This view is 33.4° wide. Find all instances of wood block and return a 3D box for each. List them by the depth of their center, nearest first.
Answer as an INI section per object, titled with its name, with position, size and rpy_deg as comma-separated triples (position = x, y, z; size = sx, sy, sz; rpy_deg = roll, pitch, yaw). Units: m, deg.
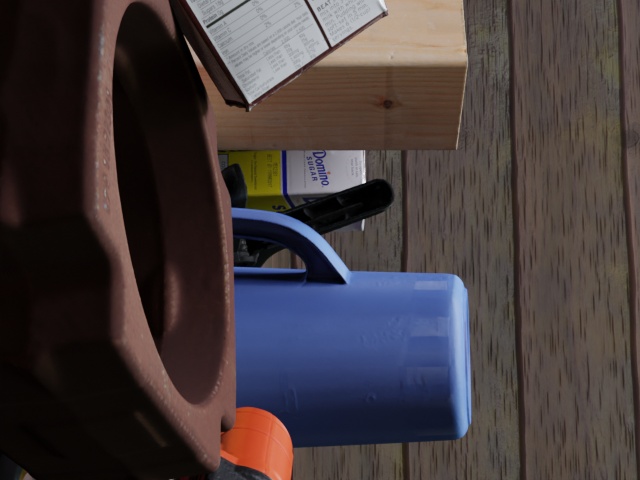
[wood block]
position = -0.005, -0.124, 0.760
size = 0.091, 0.206, 0.090
rpy_deg = 88, 3, -52

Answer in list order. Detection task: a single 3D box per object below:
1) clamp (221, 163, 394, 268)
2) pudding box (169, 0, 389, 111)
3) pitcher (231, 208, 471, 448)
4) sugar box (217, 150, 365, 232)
[clamp]
position = -0.055, 0.001, 0.800
size = 0.210, 0.164, 0.036
rpy_deg = -36, -116, 44
[pudding box]
position = -0.031, -0.131, 0.498
size = 0.113, 0.090, 0.039
rpy_deg = 58, -10, -22
[pitcher]
position = -0.024, 0.068, 0.706
size = 0.149, 0.243, 0.145
rpy_deg = 71, 20, -63
[sugar box]
position = -0.052, -0.036, 0.858
size = 0.093, 0.176, 0.048
rpy_deg = 84, 6, -71
